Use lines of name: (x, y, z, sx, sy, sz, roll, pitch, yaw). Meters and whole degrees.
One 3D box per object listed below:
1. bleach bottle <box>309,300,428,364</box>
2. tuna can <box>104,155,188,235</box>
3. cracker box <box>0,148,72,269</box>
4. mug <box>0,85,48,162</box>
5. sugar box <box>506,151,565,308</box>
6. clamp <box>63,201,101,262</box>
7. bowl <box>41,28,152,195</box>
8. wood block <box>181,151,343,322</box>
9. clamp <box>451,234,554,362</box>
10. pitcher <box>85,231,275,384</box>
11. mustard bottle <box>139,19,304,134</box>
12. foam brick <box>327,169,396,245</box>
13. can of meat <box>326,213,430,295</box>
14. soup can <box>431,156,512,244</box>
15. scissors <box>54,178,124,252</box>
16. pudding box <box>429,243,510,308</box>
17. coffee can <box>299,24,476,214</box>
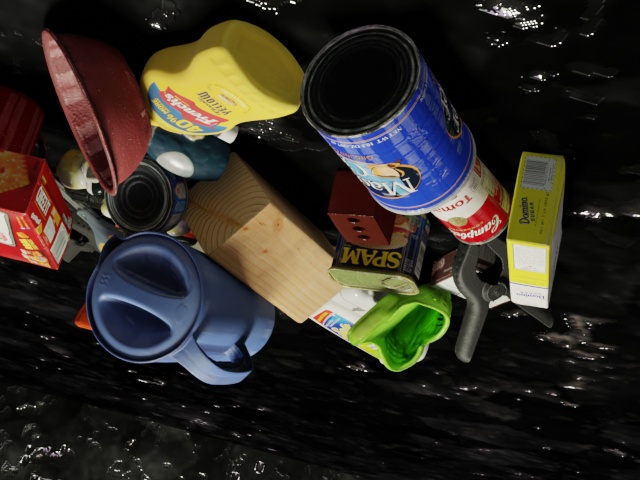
bleach bottle: (0.034, 0.101, 1.500, 0.250, 0.068, 0.103, 28, 156, -28)
tuna can: (-0.185, -0.047, 1.131, 0.086, 0.086, 0.033, 6, -172, 21)
cracker box: (-0.379, -0.050, 1.113, 0.214, 0.072, 0.164, 14, 160, 4)
mug: (-0.339, -0.109, 1.152, 0.093, 0.081, 0.117, -2, 155, 38)
sugar box: (0.210, -0.006, 1.040, 0.048, 0.093, 0.176, 10, 160, 13)
clamp: (-0.316, 0.000, 1.499, 0.164, 0.036, 0.210, 11, 160, 10)
bowl: (-0.198, -0.125, 0.978, 0.055, 0.162, 0.162, -24, 168, -17)
wood block: (-0.058, 0.002, 1.203, 0.091, 0.090, 0.205, 54, -172, 37)
clamp: (0.183, 0.058, 1.186, 0.171, 0.120, 0.039, 60, 174, -27)
pitcher: (-0.135, 0.082, 1.174, 0.145, 0.149, 0.242, 1, 171, 20)
mustard bottle: (-0.107, -0.136, 0.956, 0.096, 0.058, 0.192, 35, 153, -34)
foam brick: (0.046, -0.034, 1.136, 0.053, 0.051, 0.078, 6, 158, 21)
can of meat: (0.067, 0.009, 1.191, 0.102, 0.084, 0.057, 6, 159, 23)
soup can: (0.133, -0.048, 1.019, 0.069, 0.068, 0.102, 0, 155, 35)
scissors: (-0.296, -0.024, 1.358, 0.201, 0.016, 0.096, 37, 148, -7)
pudding box: (0.193, 0.041, 1.262, 0.090, 0.039, 0.114, 19, 161, -15)
coffee can: (0.059, -0.097, 0.884, 0.103, 0.103, 0.140, 3, 157, 29)
